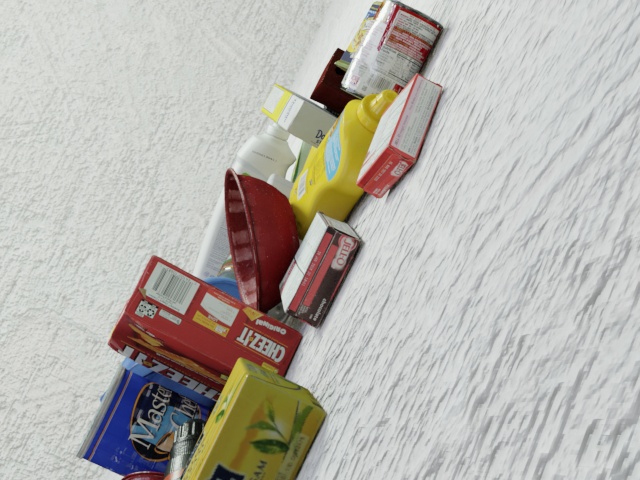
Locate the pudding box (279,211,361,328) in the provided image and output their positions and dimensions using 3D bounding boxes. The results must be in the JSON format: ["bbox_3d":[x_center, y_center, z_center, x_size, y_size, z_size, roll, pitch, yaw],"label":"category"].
[{"bbox_3d":[-0.002,0.024,0.992,0.090,0.039,0.113,-63,10,6],"label":"pudding box"}]

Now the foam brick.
[{"bbox_3d":[0.037,-0.179,1.249,0.053,0.078,0.051,-66,7,-20],"label":"foam brick"}]

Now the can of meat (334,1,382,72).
[{"bbox_3d":[0.070,-0.212,1.168,0.084,0.057,0.102,-60,23,6],"label":"can of meat"}]

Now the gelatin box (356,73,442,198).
[{"bbox_3d":[0.069,-0.090,0.931,0.073,0.030,0.089,-48,17,58],"label":"gelatin box"}]

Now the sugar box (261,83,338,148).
[{"bbox_3d":[-0.009,-0.135,1.248,0.048,0.093,0.176,-60,17,8],"label":"sugar box"}]

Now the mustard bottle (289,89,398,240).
[{"bbox_3d":[0.028,-0.082,1.057,0.192,0.058,0.096,125,158,-49],"label":"mustard bottle"}]

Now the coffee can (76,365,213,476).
[{"bbox_3d":[-0.168,0.206,1.110,0.103,0.140,0.103,-62,8,15],"label":"coffee can"}]

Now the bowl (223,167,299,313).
[{"bbox_3d":[-0.057,0.001,1.098,0.162,0.055,0.162,171,90,-78],"label":"bowl"}]

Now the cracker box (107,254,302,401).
[{"bbox_3d":[-0.126,0.102,1.092,0.072,0.164,0.214,-64,8,-19],"label":"cracker box"}]

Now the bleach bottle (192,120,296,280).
[{"bbox_3d":[-0.089,-0.038,1.436,0.068,0.102,0.251,-100,32,-78],"label":"bleach bottle"}]

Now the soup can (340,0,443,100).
[{"bbox_3d":[0.071,-0.185,1.081,0.102,0.068,0.068,-63,8,7],"label":"soup can"}]
